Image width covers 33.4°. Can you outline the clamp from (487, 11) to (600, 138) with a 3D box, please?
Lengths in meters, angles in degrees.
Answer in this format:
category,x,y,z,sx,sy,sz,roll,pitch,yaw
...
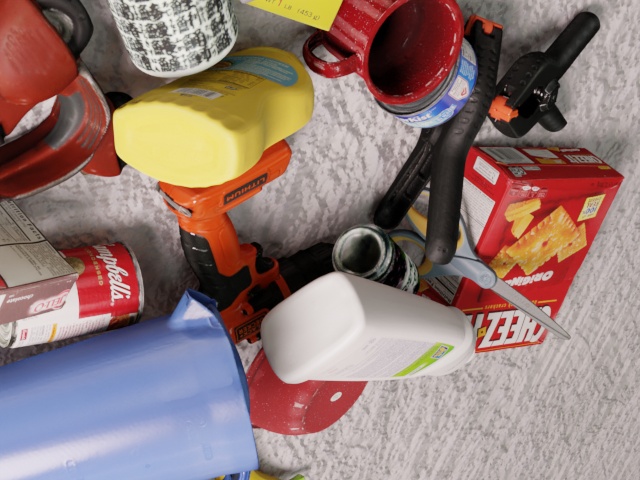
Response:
category,x,y,z,sx,sy,sz,roll,pitch,yaw
clamp,0.197,-0.130,0.969,0.171,0.039,0.120,-34,138,-39

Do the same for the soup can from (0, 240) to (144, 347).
category,x,y,z,sx,sy,sz,roll,pitch,yaw
soup can,-0.194,0.040,0.807,0.102,0.069,0.068,-8,127,-32

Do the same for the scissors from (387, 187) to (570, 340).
category,x,y,z,sx,sy,sz,roll,pitch,yaw
scissors,0.136,0.040,1.005,0.096,0.202,0.016,-38,-177,22

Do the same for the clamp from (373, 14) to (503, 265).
category,x,y,z,sx,sy,sz,roll,pitch,yaw
clamp,0.108,-0.083,0.899,0.036,0.165,0.210,17,104,-18

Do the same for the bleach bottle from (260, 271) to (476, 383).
category,x,y,z,sx,sy,sz,roll,pitch,yaw
bleach bottle,0.062,0.089,0.946,0.103,0.068,0.250,-36,152,24

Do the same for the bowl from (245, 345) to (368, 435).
category,x,y,z,sx,sy,sz,roll,pitch,yaw
bowl,-0.002,0.129,1.004,0.161,0.055,0.162,-35,148,-27

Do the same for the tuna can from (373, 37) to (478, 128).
category,x,y,z,sx,sy,sz,roll,pitch,yaw
tuna can,0.085,-0.136,0.870,0.033,0.086,0.086,24,106,-47

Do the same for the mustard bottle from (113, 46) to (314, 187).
category,x,y,z,sx,sy,sz,roll,pitch,yaw
mustard bottle,-0.058,-0.098,0.764,0.191,0.096,0.058,-45,140,-55

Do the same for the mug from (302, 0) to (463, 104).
category,x,y,z,sx,sy,sz,roll,pitch,yaw
mug,0.040,-0.158,0.820,0.117,0.082,0.093,-30,135,-16

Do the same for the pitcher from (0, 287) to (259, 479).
category,x,y,z,sx,sy,sz,roll,pitch,yaw
pitcher,-0.170,0.145,0.797,0.242,0.149,0.145,-14,159,-8

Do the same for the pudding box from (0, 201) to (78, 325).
category,x,y,z,sx,sy,sz,roll,pitch,yaw
pudding box,-0.233,0.015,0.715,0.113,0.090,0.039,-12,141,-56

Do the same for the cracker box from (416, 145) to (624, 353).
category,x,y,z,sx,sy,sz,roll,pitch,yaw
cracker box,0.192,0.012,1.078,0.163,0.072,0.214,-3,124,-36

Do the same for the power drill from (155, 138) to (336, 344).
category,x,y,z,sx,sy,sz,roll,pitch,yaw
power drill,-0.056,0.001,0.889,0.184,0.057,0.188,-30,135,-27
